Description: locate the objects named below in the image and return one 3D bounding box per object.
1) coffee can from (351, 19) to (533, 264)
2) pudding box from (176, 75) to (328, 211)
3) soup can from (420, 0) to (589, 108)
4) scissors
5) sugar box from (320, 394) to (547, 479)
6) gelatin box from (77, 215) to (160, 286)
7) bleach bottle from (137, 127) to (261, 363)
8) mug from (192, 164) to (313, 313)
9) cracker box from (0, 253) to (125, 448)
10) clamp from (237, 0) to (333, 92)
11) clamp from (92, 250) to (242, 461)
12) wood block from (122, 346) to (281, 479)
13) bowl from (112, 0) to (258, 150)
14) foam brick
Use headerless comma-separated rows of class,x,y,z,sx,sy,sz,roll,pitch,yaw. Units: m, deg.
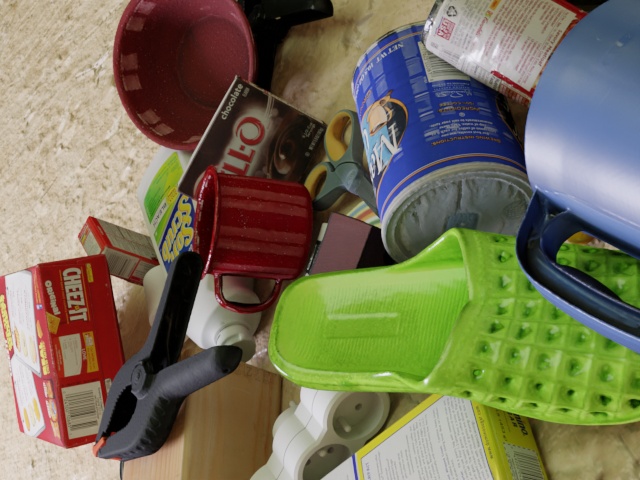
coffee can,0.081,-0.062,0.709,0.103,0.102,0.140,-41,41,33
pudding box,-0.060,-0.072,0.918,0.113,0.090,0.039,-62,13,6
soup can,0.122,-0.125,0.659,0.068,0.102,0.068,-55,-10,-15
scissors,0.018,-0.034,0.826,0.096,0.016,0.202,-57,22,27
sugar box,0.058,0.163,0.661,0.176,0.048,0.093,-45,39,34
gelatin box,-0.187,0.015,1.048,0.030,0.089,0.073,-60,34,12
bleach bottle,-0.100,0.008,0.958,0.103,0.068,0.251,-53,38,23
mug,-0.056,0.001,0.865,0.093,0.081,0.117,153,121,-71
cracker box,-0.249,0.104,1.021,0.214,0.072,0.164,-12,87,64
clamp,-0.044,-0.213,1.024,0.165,0.036,0.210,-52,34,37
clamp,-0.113,0.104,0.779,0.171,0.039,0.120,-63,30,16
wood block,-0.093,0.199,0.811,0.091,0.090,0.206,-29,49,42
bowl,-0.114,-0.165,0.986,0.162,0.055,0.162,5,100,30
foam brick,0.027,0.027,0.738,0.051,0.052,0.078,17,86,56
